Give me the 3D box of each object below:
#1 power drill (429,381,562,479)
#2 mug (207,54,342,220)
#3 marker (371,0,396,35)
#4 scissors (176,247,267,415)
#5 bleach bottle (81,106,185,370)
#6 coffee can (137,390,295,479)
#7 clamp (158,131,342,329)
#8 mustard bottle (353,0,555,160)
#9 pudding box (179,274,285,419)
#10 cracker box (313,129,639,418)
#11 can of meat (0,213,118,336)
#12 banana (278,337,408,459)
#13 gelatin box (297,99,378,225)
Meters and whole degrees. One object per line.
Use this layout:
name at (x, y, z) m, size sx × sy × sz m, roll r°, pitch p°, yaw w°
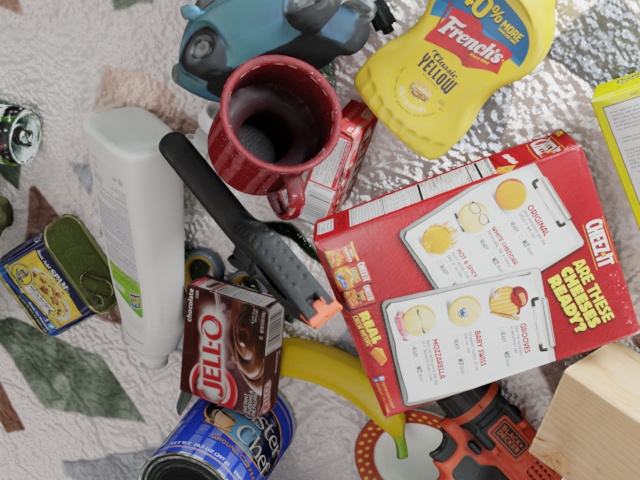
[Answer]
power drill at (0.095, 0.197, 0.933) m, size 0.187 × 0.057 × 0.184 m, roll -44°, pitch 95°, yaw -1°
mug at (-0.036, -0.072, 0.814) m, size 0.082 × 0.093 × 0.117 m, roll 139°, pitch 114°, yaw -67°
marker at (0.026, -0.216, 0.834) m, size 0.020 × 0.020 × 0.121 m, roll -22°, pitch 104°, yaw 29°
scissors at (-0.124, 0.084, 1.042) m, size 0.096 × 0.016 × 0.202 m, roll 42°, pitch 122°, yaw 1°
bleach bottle at (-0.166, 0.010, 0.990) m, size 0.103 × 0.068 × 0.251 m, roll 38°, pitch 137°, yaw 43°
coffee can at (-0.095, 0.204, 1.015) m, size 0.103 × 0.140 × 0.103 m, roll 9°, pitch 117°, yaw 18°
clamp at (-0.056, 0.001, 0.866) m, size 0.210 × 0.036 × 0.164 m, roll 39°, pitch 164°, yaw 51°
mustard bottle at (0.118, -0.154, 0.803) m, size 0.096 × 0.058 × 0.192 m, roll 47°, pitch 122°, yaw 2°
pudding box at (-0.081, 0.097, 0.983) m, size 0.090 × 0.039 × 0.113 m, roll 15°, pitch 108°, yaw 25°
cracker box at (0.121, 0.027, 0.846) m, size 0.214 × 0.072 × 0.164 m, roll -20°, pitch 108°, yaw 7°
can of meat at (-0.257, 0.037, 1.051) m, size 0.084 × 0.057 × 0.102 m, roll -27°, pitch 102°, yaw 32°
banana at (0.002, 0.130, 0.990) m, size 0.198 × 0.037 × 0.070 m, roll 26°, pitch 100°, yaw 20°
gelatin box at (0.015, -0.063, 0.880) m, size 0.030 × 0.073 × 0.089 m, roll 25°, pitch 120°, yaw 8°
